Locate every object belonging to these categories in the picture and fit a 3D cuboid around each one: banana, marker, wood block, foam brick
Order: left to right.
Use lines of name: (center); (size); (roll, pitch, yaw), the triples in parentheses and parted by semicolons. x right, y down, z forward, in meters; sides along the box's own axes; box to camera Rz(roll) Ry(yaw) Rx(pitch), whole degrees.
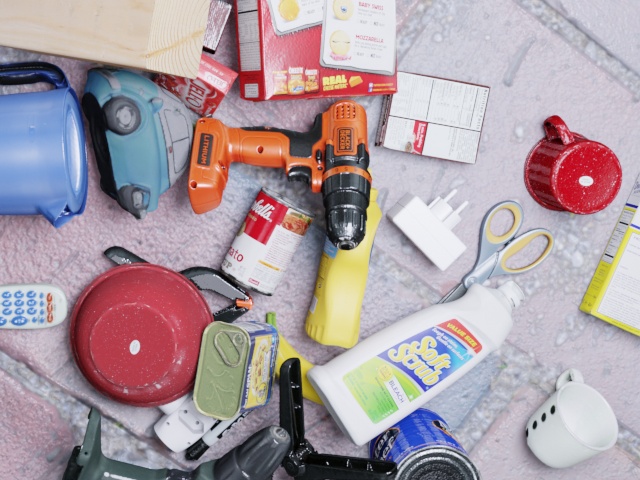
wood block: (-0.223, -0.221, 1.052); (0.206, 0.090, 0.090); (13, 97, 26)
foam brick: (-0.125, -0.229, 1.117); (0.051, 0.078, 0.053); (21, 94, -8)
marker: (-0.107, 0.208, 1.218); (0.121, 0.020, 0.020); (-42, 101, 2)
banana: (0.013, 0.155, 1.213); (0.197, 0.037, 0.069); (28, 96, -9)

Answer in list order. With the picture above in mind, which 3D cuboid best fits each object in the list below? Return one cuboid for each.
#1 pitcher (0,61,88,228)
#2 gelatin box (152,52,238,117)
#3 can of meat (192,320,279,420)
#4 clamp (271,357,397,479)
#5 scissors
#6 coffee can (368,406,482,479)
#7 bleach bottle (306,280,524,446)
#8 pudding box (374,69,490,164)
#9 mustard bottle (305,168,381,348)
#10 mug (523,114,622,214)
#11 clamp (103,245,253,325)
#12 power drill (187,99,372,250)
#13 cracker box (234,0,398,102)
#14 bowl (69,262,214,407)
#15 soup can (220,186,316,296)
pitcher: (-0.365, -0.095, 1.098); (0.242, 0.149, 0.145); (-3, 114, -2)
gelatin box: (-0.133, -0.168, 1.119); (0.073, 0.089, 0.030); (30, 72, -10)
can of meat: (-0.088, 0.137, 1.157); (0.058, 0.083, 0.102); (11, 94, 24)
clamp: (-0.027, 0.227, 1.166); (0.164, 0.036, 0.210); (52, 132, 5)
scissors: (0.171, 0.027, 1.219); (0.201, 0.016, 0.096); (-27, 100, -1)
coffee can: (0.114, 0.253, 1.186); (0.102, 0.140, 0.103); (-1, 99, -6)
bleach bottle: (0.115, 0.118, 1.181); (0.250, 0.068, 0.102); (-34, 96, -10)
pudding box: (0.124, -0.136, 1.177); (0.113, 0.039, 0.090); (9, 97, -9)
mustard bottle: (0.028, 0.014, 1.162); (0.058, 0.096, 0.192); (10, 98, -7)
mug: (0.277, -0.084, 1.179); (0.093, 0.081, 0.117); (-21, 101, -2)
clamp: (-0.162, 0.058, 1.180); (0.171, 0.039, 0.120); (-8, 103, -4)
power drill: (-0.040, -0.067, 1.109); (0.187, 0.184, 0.057); (0, 143, 2)
cracker box: (-0.006, -0.254, 1.104); (0.163, 0.072, 0.214); (-8, 100, -30)
bowl: (-0.195, 0.107, 1.140); (0.162, 0.055, 0.162); (0, 97, 2)
soup can: (-0.058, 0.001, 1.165); (0.068, 0.068, 0.102); (27, 96, -9)
